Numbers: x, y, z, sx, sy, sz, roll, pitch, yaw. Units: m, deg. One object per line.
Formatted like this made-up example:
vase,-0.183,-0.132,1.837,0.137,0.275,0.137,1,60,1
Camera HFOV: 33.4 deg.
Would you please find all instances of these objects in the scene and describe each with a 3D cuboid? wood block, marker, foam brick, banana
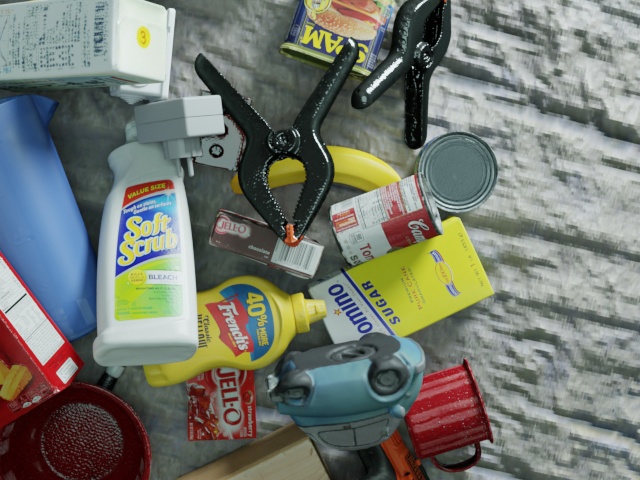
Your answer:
wood block,-0.089,0.276,1.107,0.206,0.090,0.091,-26,96,-3
marker,-0.204,0.113,1.124,0.020,0.020,0.121,30,91,-5
foam brick,-0.103,-0.113,1.102,0.053,0.051,0.078,10,92,-5
banana,0.007,-0.066,1.120,0.197,0.037,0.069,11,92,-5

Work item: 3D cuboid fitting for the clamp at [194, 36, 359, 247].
clamp,-0.027,-0.101,1.046,0.164,0.036,0.210,-12,80,4

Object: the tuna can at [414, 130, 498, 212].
tuna can,0.143,-0.073,1.132,0.086,0.034,0.086,0,93,-4

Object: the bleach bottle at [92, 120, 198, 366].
bleach bottle,-0.179,-0.005,1.056,0.102,0.068,0.251,-2,65,-16

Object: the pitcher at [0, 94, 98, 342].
pitcher,-0.307,-0.012,1.047,0.149,0.144,0.243,-13,105,30

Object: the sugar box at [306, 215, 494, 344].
sugar box,0.083,0.052,1.129,0.176,0.048,0.093,-26,95,-3

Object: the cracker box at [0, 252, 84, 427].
cracker box,-0.352,0.083,0.992,0.164,0.072,0.213,-30,103,18

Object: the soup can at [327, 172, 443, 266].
soup can,0.066,-0.021,1.089,0.102,0.068,0.068,-20,95,12

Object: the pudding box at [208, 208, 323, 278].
pudding box,-0.057,0.001,1.093,0.113,0.090,0.039,21,93,-6

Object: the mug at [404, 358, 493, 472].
mug,0.131,0.190,1.122,0.081,0.093,0.117,-18,106,1

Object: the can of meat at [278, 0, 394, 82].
can of meat,0.018,-0.220,1.103,0.102,0.057,0.084,18,90,-5

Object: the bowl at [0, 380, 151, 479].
bowl,-0.252,0.217,1.104,0.162,0.055,0.162,0,97,0

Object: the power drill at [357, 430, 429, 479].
power drill,0.069,0.289,1.076,0.057,0.187,0.184,-28,94,23

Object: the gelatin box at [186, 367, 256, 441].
gelatin box,-0.105,0.165,1.129,0.073,0.030,0.089,-2,94,-4

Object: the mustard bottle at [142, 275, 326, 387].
mustard bottle,-0.089,0.087,1.089,0.191,0.058,0.096,-10,85,-2

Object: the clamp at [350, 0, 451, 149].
clamp,0.099,-0.182,1.109,0.039,0.120,0.171,20,76,36
